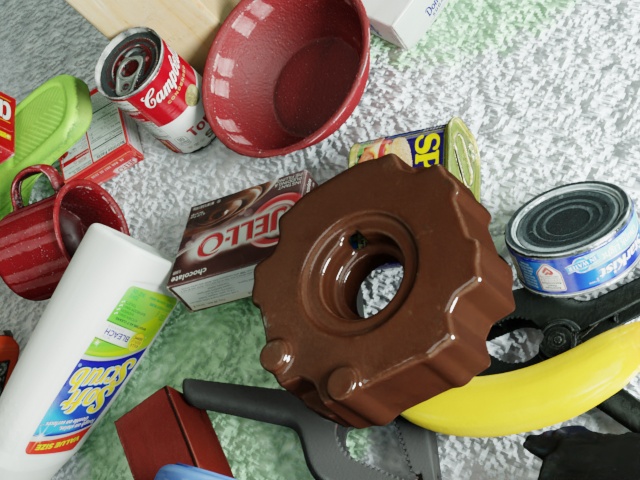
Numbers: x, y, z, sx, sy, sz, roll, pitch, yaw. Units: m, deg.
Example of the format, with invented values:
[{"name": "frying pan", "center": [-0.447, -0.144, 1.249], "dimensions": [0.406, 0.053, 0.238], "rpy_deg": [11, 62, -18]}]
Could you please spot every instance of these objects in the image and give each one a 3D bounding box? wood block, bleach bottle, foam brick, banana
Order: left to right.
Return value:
[{"name": "bleach bottle", "center": [-0.198, 0.115, 0.839], "dimensions": [0.068, 0.102, 0.251], "rpy_deg": [28, 89, 31]}, {"name": "wood block", "center": [-0.152, -0.224, 0.900], "dimensions": [0.090, 0.205, 0.091], "rpy_deg": [-23, 57, 18]}, {"name": "foam brick", "center": [-0.106, 0.157, 0.782], "dimensions": [0.051, 0.053, 0.078], "rpy_deg": [-36, 53, 9]}, {"name": "banana", "center": [0.111, 0.087, 0.661], "dimensions": [0.198, 0.037, 0.069], "rpy_deg": [-5, 81, 32]}]

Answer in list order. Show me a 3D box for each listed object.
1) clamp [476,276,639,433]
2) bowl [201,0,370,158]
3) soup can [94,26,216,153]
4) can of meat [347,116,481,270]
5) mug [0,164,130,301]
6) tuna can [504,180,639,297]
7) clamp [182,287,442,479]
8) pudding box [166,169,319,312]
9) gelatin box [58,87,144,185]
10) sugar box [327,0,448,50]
[{"name": "clamp", "center": [0.161, 0.077, 0.677], "dimensions": [0.172, 0.039, 0.120], "rpy_deg": [-10, 57, 29]}, {"name": "bowl", "center": [-0.018, -0.135, 0.865], "dimensions": [0.162, 0.055, 0.162], "rpy_deg": [-11, 68, 30]}, {"name": "soup can", "center": [-0.134, -0.125, 0.905], "dimensions": [0.069, 0.102, 0.068], "rpy_deg": [-13, 61, 24]}, {"name": "can of meat", "center": [0.067, -0.031, 0.773], "dimensions": [0.084, 0.057, 0.102], "rpy_deg": [-10, 63, 28]}, {"name": "mug", "center": [-0.225, -0.007, 0.900], "dimensions": [0.082, 0.093, 0.117], "rpy_deg": [-18, 101, 27]}, {"name": "tuna can", "center": [0.164, -0.002, 0.693], "dimensions": [0.086, 0.033, 0.086], "rpy_deg": [-20, 29, 11]}, {"name": "clamp", "center": [0.019, 0.104, 0.746], "dimensions": [0.210, 0.036, 0.164], "rpy_deg": [36, 81, 34]}, {"name": "pudding box", "center": [-0.055, 0.001, 0.819], "dimensions": [0.114, 0.039, 0.090], "rpy_deg": [-18, 38, 27]}, {"name": "gelatin box", "center": [-0.204, -0.094, 0.977], "dimensions": [0.073, 0.030, 0.089], "rpy_deg": [-29, 55, 13]}, {"name": "sugar box", "center": [0.033, -0.234, 0.900], "dimensions": [0.176, 0.048, 0.093], "rpy_deg": [35, 87, 33]}]
